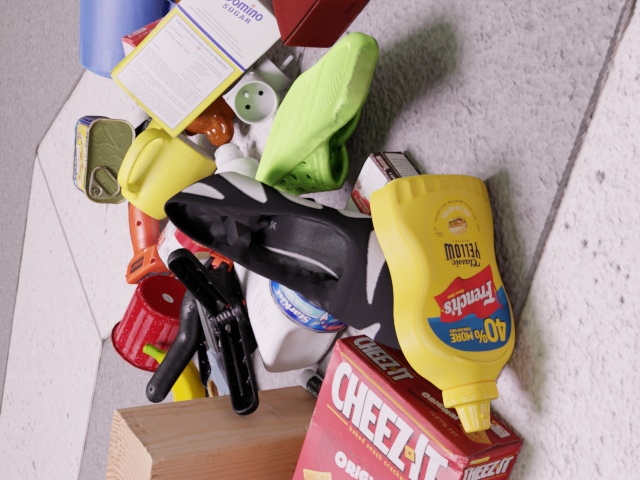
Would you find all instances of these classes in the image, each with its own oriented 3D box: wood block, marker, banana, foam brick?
[{"bbox_3d":[-0.085,0.203,0.993,0.090,0.205,0.091,35,120,51],"label":"wood block"},{"bbox_3d":[0.017,0.155,1.004,0.121,0.020,0.020,33,119,52],"label":"marker"},{"bbox_3d":[-0.169,0.205,1.256,0.037,0.069,0.198,-70,-16,-66],"label":"banana"},{"bbox_3d":[-0.001,-0.221,0.982,0.078,0.052,0.051,-43,57,48],"label":"foam brick"}]

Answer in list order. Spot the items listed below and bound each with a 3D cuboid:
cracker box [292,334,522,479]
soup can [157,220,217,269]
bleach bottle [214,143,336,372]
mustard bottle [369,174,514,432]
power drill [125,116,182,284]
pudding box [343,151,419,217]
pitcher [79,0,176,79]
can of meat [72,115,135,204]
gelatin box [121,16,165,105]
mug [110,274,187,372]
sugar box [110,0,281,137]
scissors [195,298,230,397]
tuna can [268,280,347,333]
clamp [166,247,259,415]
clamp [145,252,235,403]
[{"bbox_3d":[0.056,0.207,0.885,0.164,0.071,0.214,39,124,39],"label":"cracker box"},{"bbox_3d":[-0.134,-0.012,1.183,0.102,0.068,0.068,-48,53,47],"label":"soup can"},{"bbox_3d":[-0.057,0.001,1.068,0.103,0.068,0.251,114,142,-50],"label":"bleach bottle"},{"bbox_3d":[0.098,0.048,0.803,0.058,0.096,0.191,-27,69,54],"label":"mustard bottle"},{"bbox_3d":[-0.203,-0.050,1.300,0.185,0.057,0.187,-34,61,57],"label":"power drill"},{"bbox_3d":[0.057,-0.007,0.918,0.090,0.039,0.114,57,138,38],"label":"pudding box"},{"bbox_3d":[-0.211,-0.313,1.247,0.149,0.144,0.243,-126,41,-57],"label":"pitcher"},{"bbox_3d":[-0.266,-0.100,1.294,0.084,0.057,0.102,23,110,62],"label":"can of meat"},{"bbox_3d":[-0.183,-0.204,1.215,0.030,0.073,0.089,31,143,36],"label":"gelatin box"},{"bbox_3d":[-0.189,0.089,1.269,0.117,0.093,0.082,-75,12,-57],"label":"mug"},{"bbox_3d":[-0.118,-0.191,1.054,0.176,0.093,0.048,-38,17,27],"label":"sugar box"},{"bbox_3d":[-0.099,0.139,1.125,0.096,0.016,0.202,42,149,34],"label":"scissors"},{"bbox_3d":[-0.001,0.040,0.966,0.034,0.085,0.086,-57,47,39],"label":"tuna can"},{"bbox_3d":[-0.097,0.067,1.054,0.210,0.036,0.164,-88,-26,-79],"label":"clamp"},{"bbox_3d":[-0.136,0.099,1.159,0.039,0.120,0.171,18,107,22],"label":"clamp"}]
